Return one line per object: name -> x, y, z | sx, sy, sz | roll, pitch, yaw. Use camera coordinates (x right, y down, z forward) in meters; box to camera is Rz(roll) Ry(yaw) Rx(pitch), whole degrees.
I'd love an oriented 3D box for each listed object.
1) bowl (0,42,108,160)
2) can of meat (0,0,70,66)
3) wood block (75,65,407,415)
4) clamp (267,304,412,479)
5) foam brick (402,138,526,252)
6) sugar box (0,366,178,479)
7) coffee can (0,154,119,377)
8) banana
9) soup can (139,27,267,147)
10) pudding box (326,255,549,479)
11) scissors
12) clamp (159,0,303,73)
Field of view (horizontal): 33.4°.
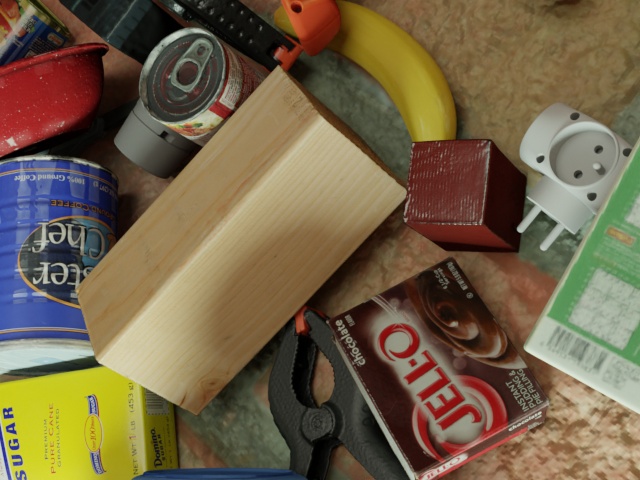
bowl -> -0.225, -0.094, 0.799 | 0.162, 0.162, 0.055 | -19, 95, 22
can of meat -> -0.269, -0.172, 0.900 | 0.084, 0.057, 0.102 | -49, 59, 5
wood block -> -0.055, 0.001, 0.703 | 0.206, 0.090, 0.090 | -47, 37, 9
clamp -> 0.000, 0.128, 0.681 | 0.120, 0.039, 0.171 | -29, 59, 14
foam brick -> 0.089, -0.026, 0.654 | 0.051, 0.078, 0.053 | 2, 77, 27
sugar box -> -0.188, 0.143, 0.770 | 0.176, 0.048, 0.093 | -12, 76, 23
coffee can -> -0.199, 0.021, 0.780 | 0.103, 0.102, 0.140 | -12, 70, 25
banana -> 0.037, -0.117, 0.731 | 0.070, 0.037, 0.198 | -42, 61, 12
soup can -> -0.069, -0.096, 0.744 | 0.069, 0.102, 0.068 | -8, 72, 26
pudding box -> 0.069, 0.078, 0.640 | 0.090, 0.039, 0.113 | -27, 61, -9
scissors -> -0.187, -0.070, 0.849 | 0.202, 0.016, 0.096 | -6, 71, 27
clamp -> -0.104, -0.186, 0.767 | 0.210, 0.164, 0.036 | 37, 93, 23
